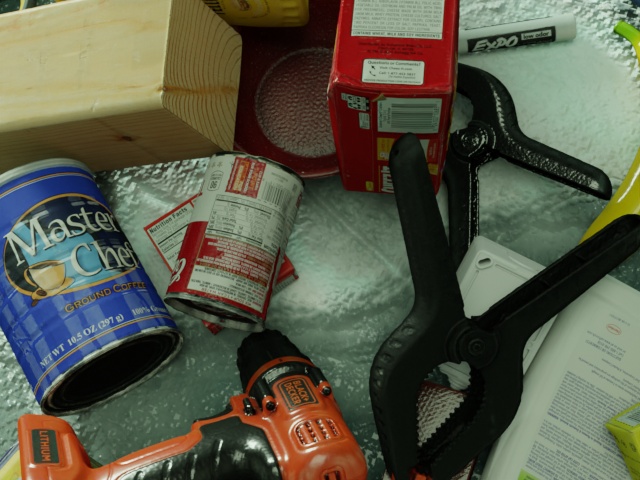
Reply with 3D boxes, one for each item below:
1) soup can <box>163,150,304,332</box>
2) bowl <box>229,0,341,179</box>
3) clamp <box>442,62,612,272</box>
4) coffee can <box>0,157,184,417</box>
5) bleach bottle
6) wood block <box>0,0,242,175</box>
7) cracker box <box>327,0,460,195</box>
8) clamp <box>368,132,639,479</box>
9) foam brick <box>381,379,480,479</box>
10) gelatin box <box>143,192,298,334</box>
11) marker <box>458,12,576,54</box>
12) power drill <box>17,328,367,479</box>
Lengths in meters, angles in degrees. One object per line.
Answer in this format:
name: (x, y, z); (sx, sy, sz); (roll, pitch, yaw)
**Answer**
soup can: (-0.055, 0.001, 0.694); (0.068, 0.068, 0.102); (13, 75, 10)
bowl: (-0.007, -0.110, 0.764); (0.162, 0.055, 0.162); (-2, 72, 6)
clamp: (0.103, -0.055, 0.742); (0.120, 0.039, 0.171); (-40, 65, 2)
coffee can: (-0.169, 0.031, 0.711); (0.103, 0.103, 0.140); (-31, 72, -4)
bleach bottle: (0.141, 0.147, 0.662); (0.102, 0.068, 0.250); (31, 80, 9)
wood block: (-0.167, -0.102, 0.728); (0.206, 0.090, 0.090); (-4, 72, 25)
cracker box: (0.050, -0.154, 0.655); (0.072, 0.164, 0.213); (4, 73, 5)
clamp: (0.077, 0.048, 0.618); (0.164, 0.036, 0.210); (25, 97, -17)
foam brick: (0.074, 0.135, 0.679); (0.053, 0.051, 0.078); (19, 75, 12)
gelatin box: (-0.069, 0.009, 0.746); (0.073, 0.030, 0.089); (-34, 72, -4)
marker: (0.125, -0.148, 0.780); (0.121, 0.020, 0.020); (-7, 72, 4)
power drill: (-0.081, 0.115, 0.635); (0.187, 0.184, 0.057); (-15, 110, -11)
